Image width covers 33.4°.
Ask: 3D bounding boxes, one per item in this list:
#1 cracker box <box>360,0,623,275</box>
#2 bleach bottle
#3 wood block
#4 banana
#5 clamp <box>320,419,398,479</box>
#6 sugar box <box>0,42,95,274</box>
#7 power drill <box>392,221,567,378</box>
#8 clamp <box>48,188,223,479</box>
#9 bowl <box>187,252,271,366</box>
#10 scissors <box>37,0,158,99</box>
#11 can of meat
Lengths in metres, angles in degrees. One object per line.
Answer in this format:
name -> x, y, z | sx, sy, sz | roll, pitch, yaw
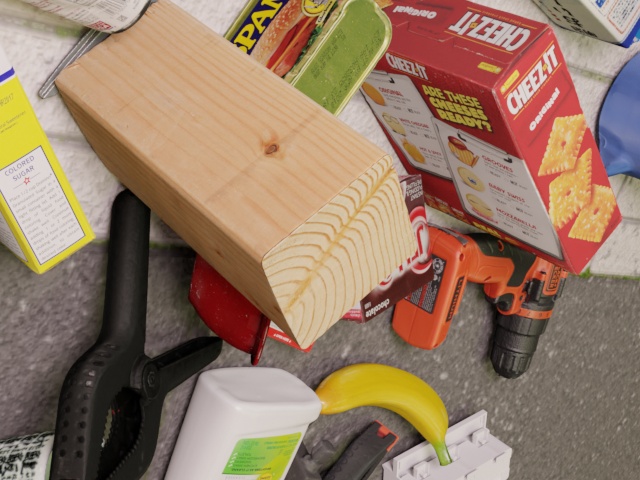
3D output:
cracker box -> 0.121, -0.085, 0.796 | 0.072, 0.164, 0.213 | -48, 136, -13
bleach bottle -> -0.087, 0.226, 0.857 | 0.102, 0.068, 0.251 | 6, 111, -42
wood block -> -0.053, -0.046, 0.619 | 0.090, 0.206, 0.090 | -40, 143, -14
banana -> 0.061, 0.143, 0.946 | 0.037, 0.069, 0.197 | -32, 139, 30
clamp -> 0.007, 0.224, 0.933 | 0.171, 0.039, 0.120 | -51, 171, -18
sugar box -> -0.188, -0.073, 0.573 | 0.048, 0.093, 0.176 | -35, 132, -24
power drill -> 0.151, 0.051, 0.980 | 0.187, 0.057, 0.184 | -4, 112, -44
clamp -> -0.127, 0.079, 0.691 | 0.209, 0.036, 0.164 | -67, 147, -48
bowl -> -0.055, 0.001, 0.724 | 0.055, 0.162, 0.162 | 11, 109, -6
scissors -> -0.090, -0.157, 0.673 | 0.096, 0.016, 0.202 | 30, 91, -47
can of meat -> -0.014, -0.126, 0.710 | 0.102, 0.084, 0.057 | -55, 137, -3
